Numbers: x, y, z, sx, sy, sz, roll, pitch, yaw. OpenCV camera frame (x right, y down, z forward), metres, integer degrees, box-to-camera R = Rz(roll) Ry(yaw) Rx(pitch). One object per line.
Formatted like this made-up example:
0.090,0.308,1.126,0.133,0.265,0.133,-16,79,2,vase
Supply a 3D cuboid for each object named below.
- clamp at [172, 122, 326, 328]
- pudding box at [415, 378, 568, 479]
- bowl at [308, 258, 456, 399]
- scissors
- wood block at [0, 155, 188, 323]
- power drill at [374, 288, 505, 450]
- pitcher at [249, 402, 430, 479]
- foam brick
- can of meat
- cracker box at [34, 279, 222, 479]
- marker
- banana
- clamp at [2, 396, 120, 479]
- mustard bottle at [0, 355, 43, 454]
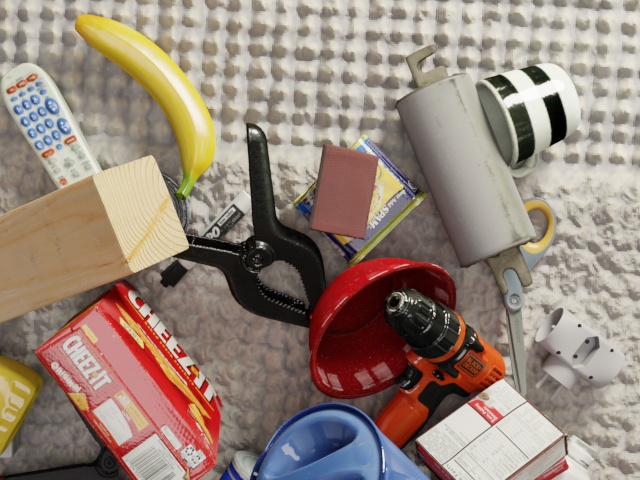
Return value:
-0.057,0.001,0.998,0.209,0.036,0.165,40,106,-20,clamp
0.158,0.192,0.989,0.113,0.090,0.039,-33,140,-16,pudding box
0.047,0.072,1.003,0.161,0.055,0.162,-21,135,-22,bowl
0.203,0.045,1.038,0.096,0.016,0.202,-20,88,-5,scissors
-0.234,0.006,0.951,0.206,0.090,0.090,-19,95,29,wood block
0.070,0.141,0.995,0.188,0.057,0.184,-46,133,7,power drill
0.063,0.253,0.934,0.145,0.149,0.242,-41,131,5,pitcher
0.021,-0.044,0.962,0.051,0.053,0.078,10,93,2,foam brick
0.036,-0.039,1.017,0.102,0.057,0.084,-44,93,2,can of meat
-0.159,0.125,0.946,0.072,0.214,0.164,-36,96,0,cracker box
-0.111,0.000,1.034,0.020,0.020,0.121,45,93,-5,marker
-0.152,-0.138,1.002,0.069,0.037,0.198,-32,89,-34,banana
-0.215,0.219,1.031,0.171,0.039,0.120,35,84,-8,clamp
-0.358,0.120,0.973,0.191,0.058,0.096,31,104,-5,mustard bottle
